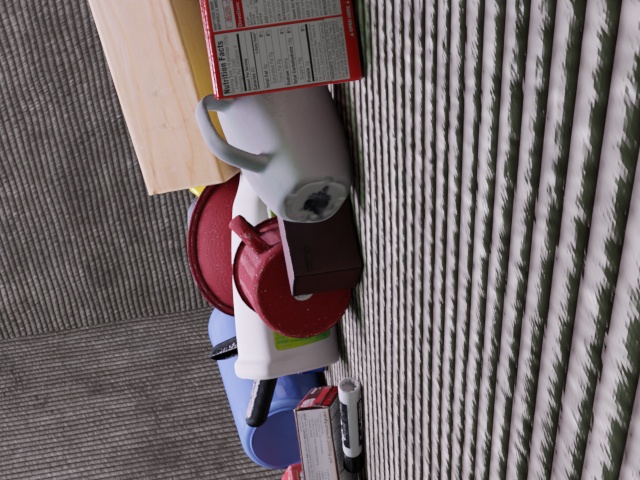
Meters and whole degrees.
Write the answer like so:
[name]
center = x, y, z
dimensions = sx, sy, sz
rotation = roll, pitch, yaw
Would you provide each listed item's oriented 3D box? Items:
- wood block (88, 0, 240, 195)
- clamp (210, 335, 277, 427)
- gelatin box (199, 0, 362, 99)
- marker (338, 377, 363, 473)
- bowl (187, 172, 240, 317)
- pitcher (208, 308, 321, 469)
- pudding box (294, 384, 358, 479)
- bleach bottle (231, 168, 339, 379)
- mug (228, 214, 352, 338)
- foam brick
[wood block]
center = -0.141, -0.160, 1.037
dimensions = 0.090, 0.090, 0.206
rotation = -46, -56, -62
[clamp]
center = -0.064, 0.110, 1.199
dimensions = 0.120, 0.039, 0.171
rotation = 42, 108, 37
[gelatin box]
center = -0.024, -0.125, 0.628
dimensions = 0.030, 0.089, 0.073
rotation = -128, 29, -80
[marker]
center = 0.027, 0.167, 0.944
dimensions = 0.020, 0.020, 0.121
rotation = -104, 8, -47
[bowl]
center = -0.057, 0.001, 1.092
dimensions = 0.055, 0.161, 0.162
rotation = 3, 106, 45
[pitcher]
center = -0.063, 0.162, 1.347
dimensions = 0.149, 0.145, 0.243
rotation = 44, -167, -30
[pudding box]
center = 0.006, 0.202, 1.016
dimensions = 0.090, 0.039, 0.113
rotation = -22, -77, -78
[bleach bottle]
center = -0.046, 0.000, 1.019
dimensions = 0.068, 0.102, 0.251
rotation = -6, 92, 54
[mug]
center = -0.029, 0.023, 0.866
dimensions = 0.117, 0.093, 0.081
rotation = 47, 179, -16
[foam brick]
center = -0.003, -0.005, 0.798
dimensions = 0.051, 0.053, 0.078
rotation = 97, 164, -72
